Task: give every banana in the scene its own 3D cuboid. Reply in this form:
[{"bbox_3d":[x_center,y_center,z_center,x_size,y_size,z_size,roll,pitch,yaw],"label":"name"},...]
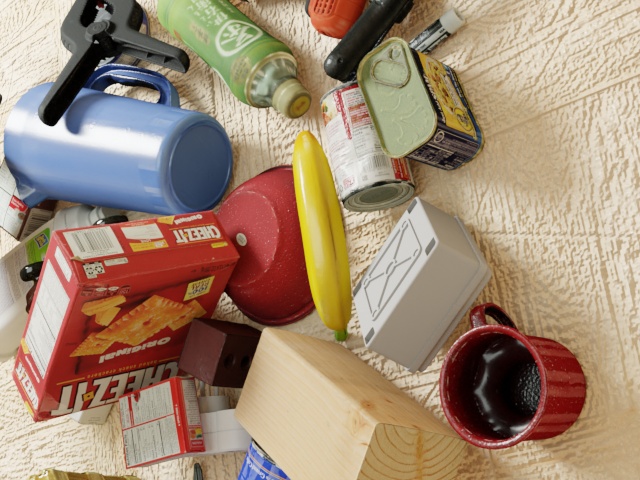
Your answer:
[{"bbox_3d":[0.000,-0.005,0.956,0.070,0.037,0.198,163,99,-78],"label":"banana"}]

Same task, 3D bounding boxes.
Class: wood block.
[{"bbox_3d":[0.017,0.155,0.882,0.206,0.090,0.091,31,103,59],"label":"wood block"}]

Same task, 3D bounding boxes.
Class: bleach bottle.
[{"bbox_3d":[-0.321,0.041,1.242,0.251,0.068,0.102,-35,63,28],"label":"bleach bottle"}]

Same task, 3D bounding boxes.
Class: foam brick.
[{"bbox_3d":[-0.087,0.109,1.026,0.051,0.078,0.053,22,97,41],"label":"foam brick"}]

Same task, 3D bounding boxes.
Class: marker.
[{"bbox_3d":[0.080,-0.168,0.971,0.121,0.020,0.020,-37,61,30],"label":"marker"}]

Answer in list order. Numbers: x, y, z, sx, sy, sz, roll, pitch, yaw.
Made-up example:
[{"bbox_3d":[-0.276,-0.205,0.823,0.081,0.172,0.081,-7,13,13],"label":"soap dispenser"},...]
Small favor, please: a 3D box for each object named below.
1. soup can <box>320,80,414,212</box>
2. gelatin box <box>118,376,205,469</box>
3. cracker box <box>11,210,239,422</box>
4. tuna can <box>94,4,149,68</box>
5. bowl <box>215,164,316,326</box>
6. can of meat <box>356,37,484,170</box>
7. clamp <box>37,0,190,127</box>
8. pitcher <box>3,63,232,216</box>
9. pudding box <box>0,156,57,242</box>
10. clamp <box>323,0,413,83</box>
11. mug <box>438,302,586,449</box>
[{"bbox_3d":[0.042,-0.084,0.957,0.069,0.068,0.102,-24,68,34],"label":"soup can"},{"bbox_3d":[-0.155,0.177,1.032,0.089,0.030,0.073,-23,70,36],"label":"gelatin box"},{"bbox_3d":[-0.189,0.074,1.021,0.072,0.163,0.214,57,138,30],"label":"cracker box"},{"bbox_3d":[-0.238,-0.239,1.236,0.086,0.033,0.086,-8,78,39],"label":"tuna can"},{"bbox_3d":[-0.057,0.001,1.033,0.162,0.055,0.162,-8,78,39],"label":"bowl"},{"bbox_3d":[0.087,-0.114,0.914,0.058,0.083,0.102,-33,63,31],"label":"can of meat"},{"bbox_3d":[-0.221,-0.215,1.143,0.164,0.036,0.210,-16,47,6],"label":"clamp"},{"bbox_3d":[-0.209,-0.103,1.138,0.243,0.144,0.149,12,111,37],"label":"pitcher"},{"bbox_3d":[-0.360,-0.063,1.306,0.090,0.039,0.113,31,101,40],"label":"pudding box"},{"bbox_3d":[0.058,-0.205,0.944,0.039,0.120,0.172,34,107,-5],"label":"clamp"},{"bbox_3d":[0.148,0.103,0.829,0.093,0.081,0.117,-34,63,30],"label":"mug"}]
